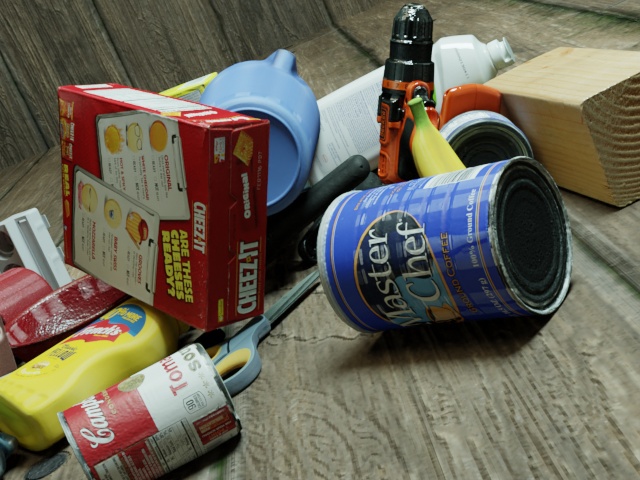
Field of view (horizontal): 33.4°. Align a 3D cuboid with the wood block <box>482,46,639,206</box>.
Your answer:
[{"bbox_3d":[0.222,-0.101,0.890,0.090,0.091,0.206,-26,16,-6],"label":"wood block"}]

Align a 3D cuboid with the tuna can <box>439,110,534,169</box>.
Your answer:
[{"bbox_3d":[0.137,-0.065,0.905,0.086,0.086,0.034,-23,18,3],"label":"tuna can"}]

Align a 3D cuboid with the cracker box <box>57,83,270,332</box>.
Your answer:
[{"bbox_3d":[-0.134,-0.036,0.890,0.071,0.164,0.214,-14,23,-42],"label":"cracker box"}]

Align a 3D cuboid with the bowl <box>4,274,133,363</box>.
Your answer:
[{"bbox_3d":[-0.220,0.080,1.004,0.162,0.055,0.162,-22,16,6],"label":"bowl"}]

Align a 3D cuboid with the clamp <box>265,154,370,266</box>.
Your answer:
[{"bbox_3d":[-0.057,0.001,1.009,0.209,0.036,0.165,-44,10,-20],"label":"clamp"}]

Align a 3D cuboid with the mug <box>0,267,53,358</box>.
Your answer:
[{"bbox_3d":[-0.314,0.082,1.098,0.117,0.093,0.081,19,30,22],"label":"mug"}]

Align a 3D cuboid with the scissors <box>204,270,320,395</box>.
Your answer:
[{"bbox_3d":[-0.044,0.074,0.843,0.201,0.016,0.096,-34,20,-31],"label":"scissors"}]

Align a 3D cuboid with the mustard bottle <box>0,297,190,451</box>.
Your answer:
[{"bbox_3d":[-0.177,0.096,0.884,0.191,0.058,0.096,-34,22,-34],"label":"mustard bottle"}]

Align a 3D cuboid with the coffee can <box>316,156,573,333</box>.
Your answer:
[{"bbox_3d":[0.083,0.006,0.720,0.141,0.103,0.102,-10,21,40],"label":"coffee can"}]

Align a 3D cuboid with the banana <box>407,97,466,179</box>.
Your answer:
[{"bbox_3d":[0.117,-0.032,0.822,0.037,0.069,0.198,-32,48,-5],"label":"banana"}]

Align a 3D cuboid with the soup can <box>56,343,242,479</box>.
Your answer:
[{"bbox_3d":[-0.111,0.119,0.698,0.102,0.068,0.069,-27,16,-13],"label":"soup can"}]

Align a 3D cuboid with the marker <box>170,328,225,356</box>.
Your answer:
[{"bbox_3d":[-0.122,0.105,0.850,0.120,0.020,0.020,-35,19,-33],"label":"marker"}]

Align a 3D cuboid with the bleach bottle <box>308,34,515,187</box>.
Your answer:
[{"bbox_3d":[0.091,-0.141,1.142,0.251,0.102,0.068,-24,1,20],"label":"bleach bottle"}]

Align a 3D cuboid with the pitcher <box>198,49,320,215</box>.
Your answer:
[{"bbox_3d":[-0.067,-0.088,1.027,0.145,0.149,0.243,-21,13,4],"label":"pitcher"}]

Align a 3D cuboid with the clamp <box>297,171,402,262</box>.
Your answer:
[{"bbox_3d":[0.036,-0.038,1.045,0.120,0.039,0.171,-22,19,11],"label":"clamp"}]

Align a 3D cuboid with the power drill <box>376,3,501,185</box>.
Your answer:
[{"bbox_3d":[0.106,-0.123,1.003,0.057,0.184,0.188,-3,17,-15],"label":"power drill"}]
